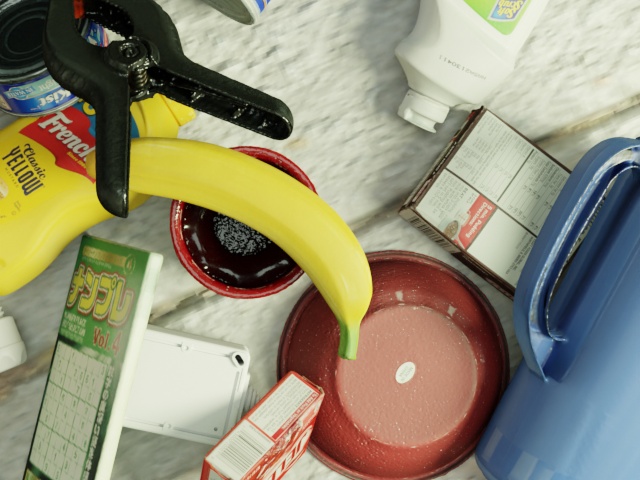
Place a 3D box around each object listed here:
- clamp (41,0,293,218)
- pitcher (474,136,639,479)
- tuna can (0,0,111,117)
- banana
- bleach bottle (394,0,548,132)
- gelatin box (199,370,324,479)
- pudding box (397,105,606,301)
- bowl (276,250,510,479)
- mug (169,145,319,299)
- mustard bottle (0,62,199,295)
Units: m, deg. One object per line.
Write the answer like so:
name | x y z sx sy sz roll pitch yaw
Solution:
clamp | -0.096 -0.096 0.613 0.120 0.039 0.171 -17 63 -25
pitcher | 0.192 0.061 0.670 0.149 0.145 0.243 31 95 17
tuna can | -0.178 -0.121 0.674 0.086 0.033 0.086 -8 55 11
banana | -0.040 -0.012 0.621 0.198 0.037 0.069 36 84 -3
bleach bottle | 0.110 -0.192 0.690 0.102 0.068 0.251 24 103 -7
gelatin box | -0.038 0.134 0.666 0.030 0.073 0.089 34 50 17
pudding box | 0.124 -0.022 0.719 0.113 0.039 0.090 37 84 -6
bowl | 0.052 0.087 0.703 0.162 0.055 0.162 0 89 -5
mug | -0.036 -0.007 0.683 0.117 0.081 0.093 18 88 -4
mustard bottle | -0.153 -0.055 0.683 0.191 0.058 0.096 -34 71 -6
